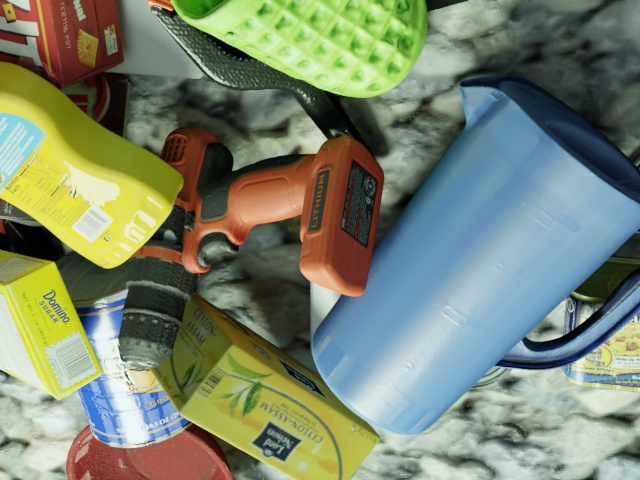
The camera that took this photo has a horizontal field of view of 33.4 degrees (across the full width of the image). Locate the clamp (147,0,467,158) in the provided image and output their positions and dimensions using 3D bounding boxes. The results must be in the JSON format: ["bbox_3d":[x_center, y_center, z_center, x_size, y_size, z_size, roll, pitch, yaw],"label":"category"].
[{"bbox_3d":[-0.010,-0.141,0.714,0.209,0.036,0.165,23,119,-20],"label":"clamp"}]

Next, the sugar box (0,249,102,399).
[{"bbox_3d":[-0.230,0.057,0.808,0.176,0.048,0.093,10,123,58],"label":"sugar box"}]

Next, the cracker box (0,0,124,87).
[{"bbox_3d":[-0.246,-0.199,0.719,0.214,0.072,0.164,13,122,28],"label":"cracker box"}]

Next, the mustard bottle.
[{"bbox_3d":[-0.192,-0.062,0.702,0.191,0.058,0.096,36,135,-19],"label":"mustard bottle"}]

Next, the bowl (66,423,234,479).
[{"bbox_3d":[-0.143,0.207,0.960,0.162,0.055,0.162,6,120,11],"label":"bowl"}]

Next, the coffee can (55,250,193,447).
[{"bbox_3d":[-0.157,0.081,0.865,0.103,0.102,0.140,-4,118,16],"label":"coffee can"}]

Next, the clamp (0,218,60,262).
[{"bbox_3d":[-0.242,0.052,0.909,0.120,0.039,0.171,9,120,8],"label":"clamp"}]

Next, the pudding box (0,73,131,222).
[{"bbox_3d":[-0.188,-0.068,0.777,0.090,0.039,0.113,6,97,-4],"label":"pudding box"}]

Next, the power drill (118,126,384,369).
[{"bbox_3d":[-0.055,0.001,0.739,0.188,0.184,0.057,-2,159,33],"label":"power drill"}]

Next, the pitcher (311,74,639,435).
[{"bbox_3d":[0.111,0.024,0.726,0.144,0.149,0.243,11,125,-46],"label":"pitcher"}]
